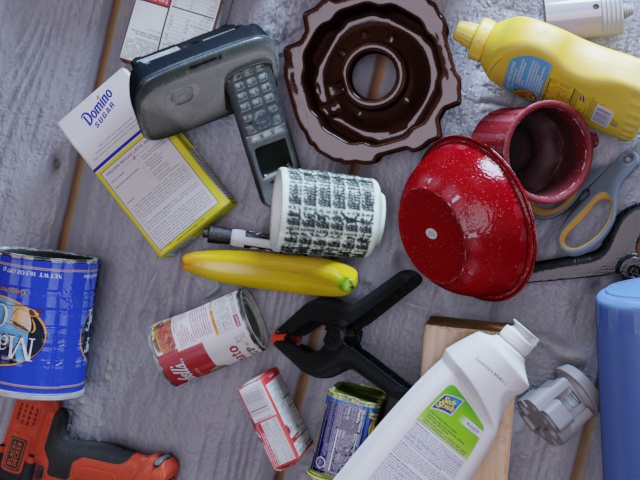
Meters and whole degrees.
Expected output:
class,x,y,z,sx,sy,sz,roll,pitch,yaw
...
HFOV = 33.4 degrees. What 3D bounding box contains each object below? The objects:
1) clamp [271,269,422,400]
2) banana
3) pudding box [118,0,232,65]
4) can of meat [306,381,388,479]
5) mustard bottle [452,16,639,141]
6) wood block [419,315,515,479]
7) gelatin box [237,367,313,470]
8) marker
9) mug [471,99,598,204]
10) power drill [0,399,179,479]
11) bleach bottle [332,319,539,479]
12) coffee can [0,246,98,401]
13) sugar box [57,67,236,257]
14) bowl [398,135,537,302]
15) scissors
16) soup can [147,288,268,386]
class,x,y,z,sx,sy,sz,roll,pitch,yaw
clamp,0.028,0.083,1.023,0.172,0.039,0.120,5,75,37
banana,-0.039,0.029,1.036,0.198,0.069,0.037,4,78,30
pudding box,-0.143,-0.221,1.073,0.090,0.039,0.113,18,97,6
can of meat,0.028,0.185,1.027,0.057,0.102,0.084,13,92,9
mustard bottle,0.213,-0.159,0.986,0.192,0.096,0.058,24,74,10
wood block,0.137,0.181,1.013,0.090,0.090,0.206,5,93,10
gelatin box,-0.044,0.175,1.052,0.030,0.073,0.089,-26,88,10
marker,-0.057,0.001,1.062,0.121,0.020,0.020,9,93,-4
mug,0.201,-0.085,0.991,0.117,0.082,0.093,-16,101,-18
power drill,-0.252,0.261,1.097,0.188,0.057,0.184,17,95,8
bleach bottle,0.105,0.178,0.940,0.102,0.068,0.251,40,94,-7
coffee can,-0.282,0.082,1.074,0.103,0.102,0.140,7,93,9
sugar box,-0.175,-0.077,1.080,0.093,0.048,0.176,-38,83,8
bowl,0.121,-0.012,0.976,0.055,0.162,0.162,-20,88,-31
scissors,0.272,-0.076,1.016,0.096,0.016,0.201,28,79,31
soup can,-0.111,0.096,1.063,0.102,0.068,0.068,-23,88,9
